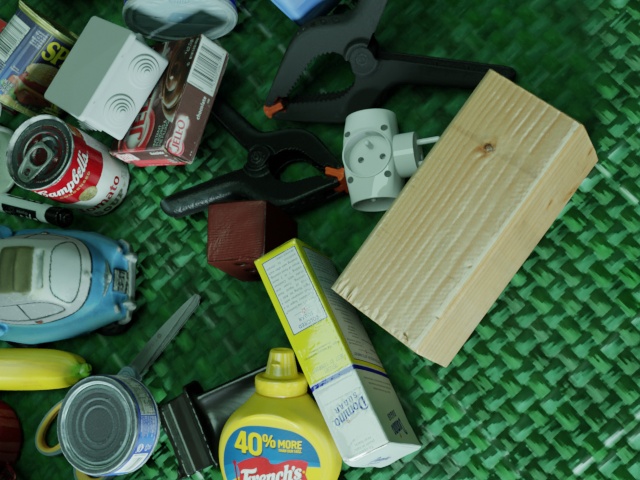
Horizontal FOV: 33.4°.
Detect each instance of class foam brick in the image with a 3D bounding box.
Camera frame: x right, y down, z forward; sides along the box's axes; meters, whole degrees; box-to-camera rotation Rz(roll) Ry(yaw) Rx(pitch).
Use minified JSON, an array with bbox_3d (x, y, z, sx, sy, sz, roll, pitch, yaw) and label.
[{"bbox_3d":[-0.056,0.001,0.896,0.053,0.078,0.051,-3,75,20],"label":"foam brick"}]

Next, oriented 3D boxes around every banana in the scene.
[{"bbox_3d":[-0.292,0.112,0.954,0.198,0.069,0.037,-1,69,4],"label":"banana"}]

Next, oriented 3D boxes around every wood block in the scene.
[{"bbox_3d":[0.114,-0.014,0.829,0.091,0.090,0.206,37,92,25],"label":"wood block"}]

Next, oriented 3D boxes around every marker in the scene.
[{"bbox_3d":[-0.266,-0.028,0.990,0.121,0.020,0.020,12,81,45],"label":"marker"}]

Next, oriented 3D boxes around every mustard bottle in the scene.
[{"bbox_3d":[-0.031,0.179,0.829,0.096,0.058,0.191,3,95,20],"label":"mustard bottle"}]

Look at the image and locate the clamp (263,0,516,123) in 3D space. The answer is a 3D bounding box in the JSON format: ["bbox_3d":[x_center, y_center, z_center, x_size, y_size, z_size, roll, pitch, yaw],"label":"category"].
[{"bbox_3d":[0.037,-0.167,0.892,0.210,0.036,0.164,-20,109,21],"label":"clamp"}]

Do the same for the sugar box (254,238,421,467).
[{"bbox_3d":[0.013,0.091,0.840,0.048,0.093,0.176,-28,69,13],"label":"sugar box"}]

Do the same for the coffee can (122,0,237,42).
[{"bbox_3d":[-0.128,-0.265,0.972,0.103,0.102,0.140,-7,75,19],"label":"coffee can"}]

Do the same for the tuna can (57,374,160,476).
[{"bbox_3d":[-0.181,0.157,0.907,0.086,0.033,0.086,-4,81,25],"label":"tuna can"}]

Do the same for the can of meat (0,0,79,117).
[{"bbox_3d":[-0.265,-0.164,1.002,0.057,0.102,0.084,41,95,24],"label":"can of meat"}]

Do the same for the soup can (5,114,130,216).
[{"bbox_3d":[-0.225,-0.065,0.962,0.069,0.102,0.068,-5,76,19],"label":"soup can"}]

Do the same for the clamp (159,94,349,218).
[{"bbox_3d":[-0.053,-0.074,0.935,0.172,0.039,0.120,3,76,17],"label":"clamp"}]

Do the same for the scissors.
[{"bbox_3d":[-0.165,0.141,0.938,0.202,0.016,0.096,-35,70,10],"label":"scissors"}]

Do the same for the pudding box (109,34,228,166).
[{"bbox_3d":[-0.135,-0.123,0.954,0.090,0.039,0.113,2,68,48],"label":"pudding box"}]

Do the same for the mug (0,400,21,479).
[{"bbox_3d":[-0.313,0.183,0.947,0.117,0.081,0.093,34,90,24],"label":"mug"}]
